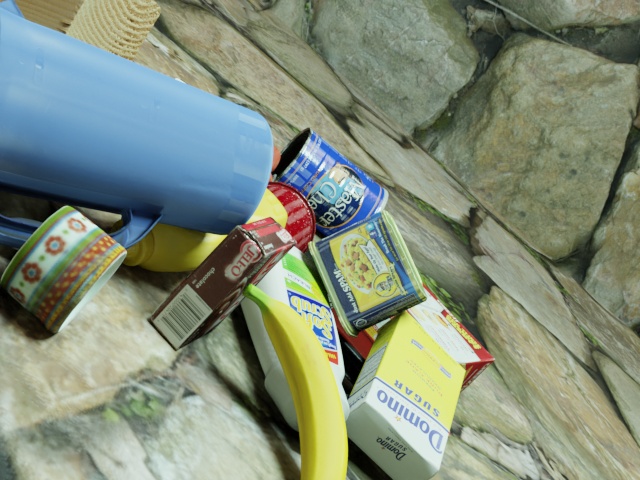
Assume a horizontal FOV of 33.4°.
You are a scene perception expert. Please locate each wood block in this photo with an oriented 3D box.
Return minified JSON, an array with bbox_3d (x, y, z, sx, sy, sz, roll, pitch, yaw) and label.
[{"bbox_3d":[-0.267,-0.229,1.014,0.206,0.091,0.090,24,-8,30],"label":"wood block"}]

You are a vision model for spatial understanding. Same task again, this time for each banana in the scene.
[{"bbox_3d":[-0.013,0.128,0.829,0.069,0.037,0.198,2,60,-40],"label":"banana"}]

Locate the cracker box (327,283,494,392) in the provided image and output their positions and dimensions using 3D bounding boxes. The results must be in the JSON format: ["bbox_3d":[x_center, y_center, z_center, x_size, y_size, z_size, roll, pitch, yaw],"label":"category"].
[{"bbox_3d":[0.100,0.106,1.244,0.164,0.072,0.213,48,14,19],"label":"cracker box"}]

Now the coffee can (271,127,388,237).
[{"bbox_3d":[0.007,-0.070,1.443,0.140,0.103,0.103,38,15,-16],"label":"coffee can"}]

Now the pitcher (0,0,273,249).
[{"bbox_3d":[-0.164,-0.072,0.831,0.242,0.149,0.145,16,20,-30],"label":"pitcher"}]

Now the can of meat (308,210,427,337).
[{"bbox_3d":[0.047,0.031,1.044,0.102,0.084,0.057,66,10,16],"label":"can of meat"}]

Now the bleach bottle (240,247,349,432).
[{"bbox_3d":[-0.018,0.097,0.967,0.102,0.068,0.251,38,17,-31],"label":"bleach bottle"}]

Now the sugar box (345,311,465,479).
[{"bbox_3d":[0.080,0.144,0.992,0.093,0.048,0.176,44,25,-7],"label":"sugar box"}]

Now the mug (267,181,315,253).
[{"bbox_3d":[-0.057,0.001,1.116,0.081,0.093,0.117,-37,117,-71],"label":"mug"}]

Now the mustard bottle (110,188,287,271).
[{"bbox_3d":[-0.121,-0.013,0.953,0.096,0.058,0.191,33,29,24],"label":"mustard bottle"}]

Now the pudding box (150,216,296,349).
[{"bbox_3d":[-0.078,0.033,0.879,0.039,0.114,0.090,48,15,6],"label":"pudding box"}]
